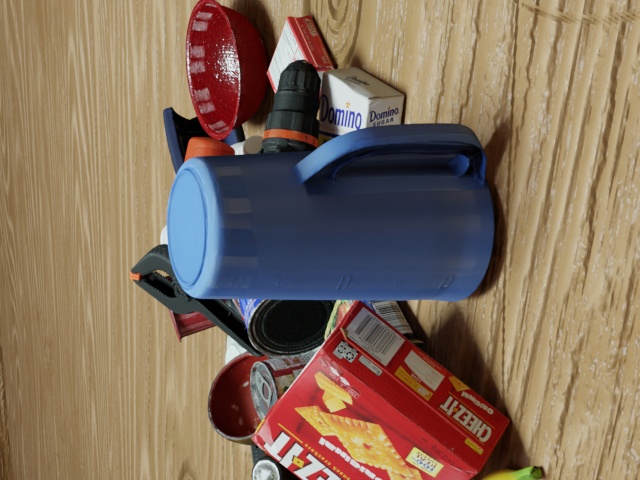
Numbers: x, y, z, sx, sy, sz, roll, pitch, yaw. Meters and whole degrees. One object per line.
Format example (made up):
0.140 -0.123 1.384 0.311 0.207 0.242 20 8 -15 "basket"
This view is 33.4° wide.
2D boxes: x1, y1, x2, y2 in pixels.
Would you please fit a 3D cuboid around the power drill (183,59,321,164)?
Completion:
-0.069 -0.075 1.043 0.188 0.057 0.184 -6 72 56 "power drill"

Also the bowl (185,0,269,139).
-0.102 -0.199 1.226 0.162 0.055 0.162 32 127 57 "bowl"

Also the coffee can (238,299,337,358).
-0.040 0.036 1.098 0.140 0.102 0.103 -112 26 -47 "coffee can"

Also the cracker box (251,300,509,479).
0.044 0.170 0.951 0.164 0.072 0.214 38 143 4 "cracker box"

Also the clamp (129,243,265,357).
-0.149 0.061 1.275 0.210 0.036 0.164 3 122 45 "clamp"

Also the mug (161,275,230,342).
-0.159 0.078 1.395 0.117 0.081 0.093 114 137 -75 "mug"

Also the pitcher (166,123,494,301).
0.010 -0.019 0.846 0.145 0.242 0.149 12 102 63 "pitcher"

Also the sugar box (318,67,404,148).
0.031 -0.067 1.012 0.093 0.048 0.176 41 135 53 "sugar box"

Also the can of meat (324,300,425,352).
0.049 0.097 1.020 0.102 0.057 0.084 109 145 -45 "can of meat"

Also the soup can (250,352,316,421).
-0.014 0.150 1.110 0.069 0.102 0.068 32 127 57 "soup can"

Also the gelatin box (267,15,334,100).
-0.021 -0.175 1.099 0.073 0.030 0.089 68 151 27 "gelatin box"
